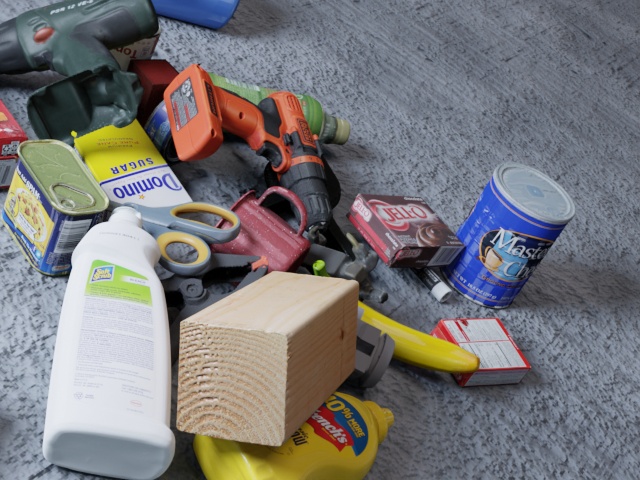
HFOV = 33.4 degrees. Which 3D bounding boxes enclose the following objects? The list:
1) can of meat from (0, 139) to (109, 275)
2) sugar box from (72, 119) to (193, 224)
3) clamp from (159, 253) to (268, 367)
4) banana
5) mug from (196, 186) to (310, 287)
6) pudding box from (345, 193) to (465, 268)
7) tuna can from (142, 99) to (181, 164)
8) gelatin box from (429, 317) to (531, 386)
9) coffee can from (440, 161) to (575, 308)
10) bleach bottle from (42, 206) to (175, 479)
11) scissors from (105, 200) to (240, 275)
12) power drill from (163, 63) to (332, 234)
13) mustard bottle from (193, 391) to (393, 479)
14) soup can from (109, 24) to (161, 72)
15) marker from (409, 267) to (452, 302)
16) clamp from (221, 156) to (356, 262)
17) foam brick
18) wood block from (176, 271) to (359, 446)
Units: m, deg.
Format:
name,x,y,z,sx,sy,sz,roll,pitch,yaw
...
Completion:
name,x,y,z,sx,sy,sz,roll,pitch,yaw
can of meat,-0.249,-0.029,0.989,0.057,0.084,0.102,-9,48,-43
sugar box,-0.213,-0.079,1.116,0.093,0.048,0.176,-8,46,-40
clamp,-0.117,0.064,0.969,0.171,0.039,0.120,-18,60,-19
banana,0.064,0.089,1.077,0.197,0.070,0.037,30,67,-7
mug,-0.057,0.001,1.064,0.081,0.117,0.093,38,13,6
pudding box,0.096,-0.011,1.212,0.113,0.039,0.090,2,41,-47
tuna can,-0.156,-0.127,1.187,0.034,0.086,0.086,40,35,14
gelatin box,0.170,0.119,1.143,0.089,0.030,0.073,1,43,-35
coffee can,0.215,-0.005,1.242,0.102,0.140,0.103,19,34,-14
bleach bottle,-0.166,0.072,0.895,0.102,0.068,0.251,14,45,-16
scissors,-0.177,-0.012,1.005,0.202,0.016,0.096,6,45,6
power drill,-0.071,-0.099,1.136,0.187,0.057,0.184,18,44,-46
mustard bottle,-0.008,0.173,0.915,0.191,0.058,0.096,-8,40,-43
soup can,-0.231,-0.213,1.234,0.068,0.102,0.068,19,34,-14
marker,0.107,0.024,1.235,0.020,0.020,0.121,-11,50,-44
clamp,-0.015,-0.041,1.218,0.164,0.036,0.209,26,37,-6
foam brick,-0.194,-0.161,1.213,0.051,0.078,0.053,-11,48,-44
wood block,-0.037,0.092,0.899,0.090,0.091,0.205,6,10,16
